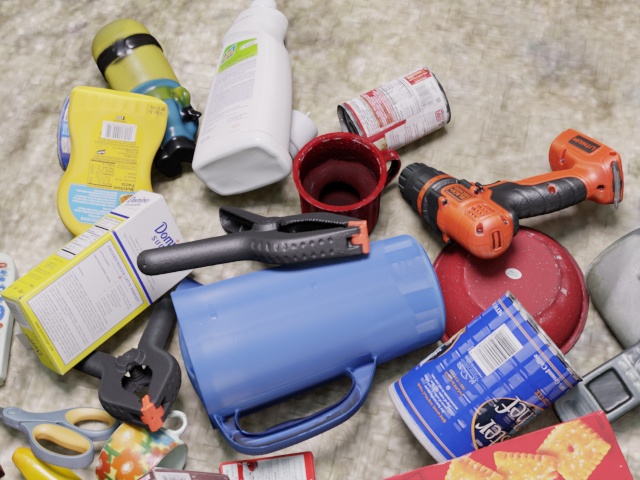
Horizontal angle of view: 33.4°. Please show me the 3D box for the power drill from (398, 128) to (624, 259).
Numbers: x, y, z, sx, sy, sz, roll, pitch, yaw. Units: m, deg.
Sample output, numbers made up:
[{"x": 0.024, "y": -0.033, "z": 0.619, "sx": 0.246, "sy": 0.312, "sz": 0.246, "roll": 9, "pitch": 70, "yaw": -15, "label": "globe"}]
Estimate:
[{"x": 0.187, "y": -0.054, "z": 1.057, "sx": 0.187, "sy": 0.057, "sz": 0.185, "roll": -20, "pitch": 30, "yaw": -14, "label": "power drill"}]

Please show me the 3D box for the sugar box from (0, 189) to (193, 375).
[{"x": -0.210, "y": 0.037, "z": 1.030, "sx": 0.048, "sy": 0.093, "sz": 0.176, "roll": 13, "pitch": 45, "yaw": 45, "label": "sugar box"}]

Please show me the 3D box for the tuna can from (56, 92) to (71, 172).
[{"x": -0.248, "y": -0.113, "z": 1.128, "sx": 0.034, "sy": 0.086, "sz": 0.086, "roll": 6, "pitch": 65, "yaw": 5, "label": "tuna can"}]

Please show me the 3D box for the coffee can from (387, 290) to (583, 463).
[{"x": 0.146, "y": 0.128, "z": 0.951, "sx": 0.140, "sy": 0.102, "sz": 0.103, "roll": -40, "pitch": 67, "yaw": 7, "label": "coffee can"}]

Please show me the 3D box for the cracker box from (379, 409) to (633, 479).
[{"x": 0.137, "y": 0.224, "z": 0.895, "sx": 0.213, "sy": 0.164, "sz": 0.072, "roll": -16, "pitch": 63, "yaw": -4, "label": "cracker box"}]

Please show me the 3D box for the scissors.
[{"x": -0.275, "y": 0.166, "z": 1.029, "sx": 0.202, "sy": 0.016, "sz": 0.096, "roll": 21, "pitch": 27, "yaw": 37, "label": "scissors"}]

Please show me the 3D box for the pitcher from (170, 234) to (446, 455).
[{"x": -0.008, "y": 0.087, "z": 0.995, "sx": 0.242, "sy": 0.145, "sz": 0.149, "roll": -17, "pitch": 105, "yaw": -7, "label": "pitcher"}]

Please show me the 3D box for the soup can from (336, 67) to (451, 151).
[{"x": 0.077, "y": -0.133, "z": 1.122, "sx": 0.102, "sy": 0.068, "sz": 0.068, "roll": -25, "pitch": 65, "yaw": -8, "label": "soup can"}]

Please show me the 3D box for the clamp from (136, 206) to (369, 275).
[{"x": -0.057, "y": 0.001, "z": 1.001, "sx": 0.210, "sy": 0.036, "sz": 0.164, "roll": 2, "pitch": 20, "yaw": 33, "label": "clamp"}]

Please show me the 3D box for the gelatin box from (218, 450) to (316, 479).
[{"x": -0.046, "y": 0.237, "z": 0.977, "sx": 0.089, "sy": 0.030, "sz": 0.073, "roll": -8, "pitch": 66, "yaw": 1, "label": "gelatin box"}]

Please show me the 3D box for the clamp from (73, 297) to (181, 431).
[{"x": -0.168, "y": 0.114, "z": 1.007, "sx": 0.120, "sy": 0.039, "sz": 0.172, "roll": -36, "pitch": 37, "yaw": -12, "label": "clamp"}]

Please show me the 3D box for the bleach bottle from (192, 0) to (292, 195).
[{"x": -0.069, "y": -0.169, "z": 1.132, "sx": 0.103, "sy": 0.068, "sz": 0.250, "roll": -17, "pitch": 48, "yaw": 29, "label": "bleach bottle"}]

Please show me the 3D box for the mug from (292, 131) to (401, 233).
[{"x": 0.030, "y": -0.054, "z": 1.078, "sx": 0.117, "sy": 0.081, "sz": 0.093, "roll": -30, "pitch": 64, "yaw": -14, "label": "mug"}]

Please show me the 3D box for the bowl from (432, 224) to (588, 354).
[{"x": 0.183, "y": 0.044, "z": 1.037, "sx": 0.162, "sy": 0.055, "sz": 0.162, "roll": -2, "pitch": 64, "yaw": 3, "label": "bowl"}]

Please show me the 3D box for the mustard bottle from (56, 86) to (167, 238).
[{"x": -0.215, "y": -0.054, "z": 1.076, "sx": 0.096, "sy": 0.058, "sz": 0.192, "roll": 6, "pitch": 101, "yaw": -20, "label": "mustard bottle"}]

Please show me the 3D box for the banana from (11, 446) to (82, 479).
[{"x": -0.208, "y": 0.257, "z": 0.960, "sx": 0.037, "sy": 0.069, "sz": 0.198, "roll": -48, "pitch": 57, "yaw": 3, "label": "banana"}]
